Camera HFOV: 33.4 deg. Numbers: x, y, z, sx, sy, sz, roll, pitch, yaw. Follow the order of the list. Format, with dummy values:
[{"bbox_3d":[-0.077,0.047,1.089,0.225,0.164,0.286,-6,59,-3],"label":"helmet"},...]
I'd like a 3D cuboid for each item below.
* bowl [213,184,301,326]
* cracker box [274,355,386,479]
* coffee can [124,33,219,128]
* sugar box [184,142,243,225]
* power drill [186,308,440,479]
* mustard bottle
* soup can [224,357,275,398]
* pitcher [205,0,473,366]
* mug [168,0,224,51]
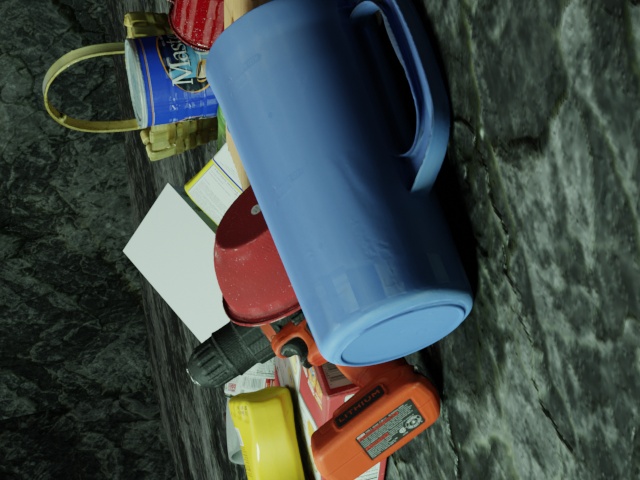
[{"bbox_3d":[-0.034,-0.009,0.870,0.055,0.162,0.162,47,-178,-28],"label":"bowl"},{"bbox_3d":[0.010,0.141,0.993,0.214,0.072,0.164,92,162,-44],"label":"cracker box"},{"bbox_3d":[-0.147,-0.190,1.229,0.103,0.140,0.103,170,90,-76],"label":"coffee can"},{"bbox_3d":[-0.075,-0.058,1.104,0.093,0.048,0.176,46,152,-7],"label":"sugar box"},{"bbox_3d":[-0.006,0.099,0.842,0.057,0.184,0.188,52,-179,-45],"label":"power drill"},{"bbox_3d":[-0.038,0.233,0.978,0.096,0.058,0.191,156,103,-78],"label":"mustard bottle"},{"bbox_3d":[-0.076,0.140,1.280,0.069,0.068,0.102,168,109,-76],"label":"soup can"},{"bbox_3d":[0.021,-0.047,0.733,0.149,0.145,0.243,82,169,-67],"label":"pitcher"},{"bbox_3d":[-0.127,-0.272,1.166,0.082,0.117,0.093,112,179,-57],"label":"mug"}]
